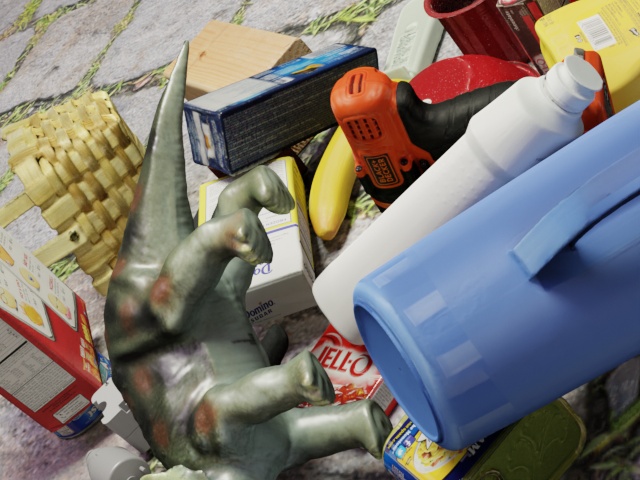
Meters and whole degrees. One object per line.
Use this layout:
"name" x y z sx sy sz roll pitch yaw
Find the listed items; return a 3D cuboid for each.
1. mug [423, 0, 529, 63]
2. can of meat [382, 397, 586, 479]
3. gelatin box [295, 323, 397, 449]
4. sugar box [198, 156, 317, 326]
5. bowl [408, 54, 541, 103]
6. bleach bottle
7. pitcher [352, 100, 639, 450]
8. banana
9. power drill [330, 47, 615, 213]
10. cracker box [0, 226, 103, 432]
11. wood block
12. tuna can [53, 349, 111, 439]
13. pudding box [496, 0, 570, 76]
"mug" 0.146 -0.206 0.959 0.093 0.081 0.117 -47 33 -6
"can of meat" 0.096 0.126 0.654 0.102 0.057 0.084 -48 31 -7
"gelatin box" 0.019 0.104 0.785 0.073 0.030 0.089 -53 34 -16
"sugar box" -0.056 0.001 0.913 0.093 0.048 0.176 -18 37 9
"bowl" 0.105 -0.100 0.889 0.162 0.055 0.162 -34 34 28
"bleach bottle" 0.096 -0.027 0.705 0.102 0.068 0.251 -23 -20 -46
"pitcher" 0.144 0.009 0.594 0.242 0.149 0.145 -29 24 -10
"banana" 0.032 -0.082 0.975 0.070 0.037 0.197 -8 47 59
"power drill" 0.117 -0.061 0.767 0.188 0.184 0.057 -8 54 20
"cracker box" -0.295 0.052 0.945 0.072 0.213 0.164 -40 32 5
"wood block" -0.074 -0.168 1.146 0.091 0.090 0.206 -49 33 -8
"tuna can" -0.232 0.142 1.007 0.086 0.033 0.086 -28 35 22
"pudding box" 0.194 -0.203 0.897 0.039 0.090 0.113 -8 45 40
